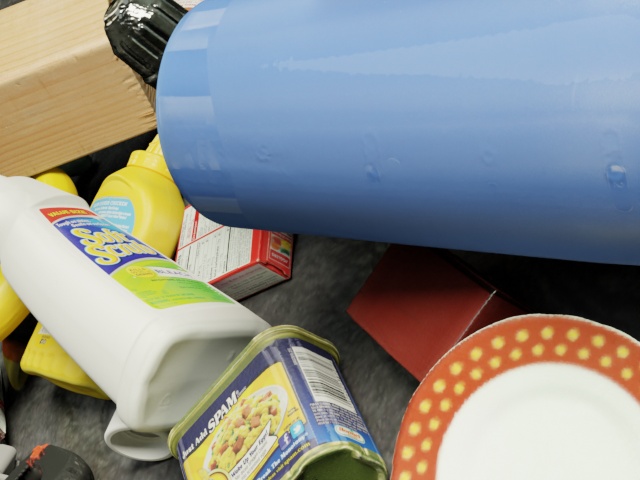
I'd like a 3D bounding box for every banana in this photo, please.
[{"bbox_3d":[-0.221,0.019,0.769,0.070,0.037,0.197,3,56,28],"label":"banana"}]

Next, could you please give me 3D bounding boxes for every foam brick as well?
[{"bbox_3d":[0.060,0.037,0.482,0.051,0.053,0.078,-56,33,5],"label":"foam brick"}]

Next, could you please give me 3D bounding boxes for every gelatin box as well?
[{"bbox_3d":[-0.055,0.001,0.673,0.089,0.030,0.073,-26,48,39],"label":"gelatin box"}]

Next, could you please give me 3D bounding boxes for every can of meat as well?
[{"bbox_3d":[-0.022,0.108,0.530,0.102,0.057,0.084,-48,38,17],"label":"can of meat"}]

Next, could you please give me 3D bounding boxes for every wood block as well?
[{"bbox_3d":[-0.232,-0.104,0.783,0.206,0.091,0.090,-20,47,3],"label":"wood block"}]

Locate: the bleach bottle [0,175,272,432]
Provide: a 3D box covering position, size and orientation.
[{"bbox_3d":[-0.145,0.020,0.644,0.251,0.102,0.068,32,109,36],"label":"bleach bottle"}]

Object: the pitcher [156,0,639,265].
[{"bbox_3d":[0.053,-0.066,0.427,0.243,0.144,0.149,2,73,33],"label":"pitcher"}]

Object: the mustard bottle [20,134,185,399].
[{"bbox_3d":[-0.141,0.012,0.748,0.096,0.058,0.191,-1,65,53],"label":"mustard bottle"}]
